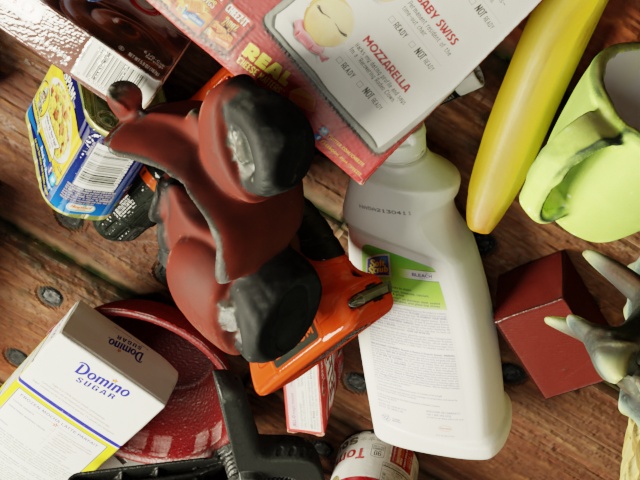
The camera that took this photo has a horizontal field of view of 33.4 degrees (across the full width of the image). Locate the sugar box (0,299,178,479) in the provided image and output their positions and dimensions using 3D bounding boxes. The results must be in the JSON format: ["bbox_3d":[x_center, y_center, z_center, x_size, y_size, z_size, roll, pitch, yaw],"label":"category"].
[{"bbox_3d":[-0.191,0.127,0.794,0.093,0.048,0.176,38,122,-14],"label":"sugar box"}]

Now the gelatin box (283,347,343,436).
[{"bbox_3d":[-0.005,0.083,0.765,0.030,0.073,0.089,4,126,12],"label":"gelatin box"}]

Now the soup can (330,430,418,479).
[{"bbox_3d":[0.037,0.206,0.825,0.068,0.102,0.068,7,127,10],"label":"soup can"}]

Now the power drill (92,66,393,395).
[{"bbox_3d":[-0.054,0.001,0.684,0.185,0.057,0.188,-39,81,34],"label":"power drill"}]

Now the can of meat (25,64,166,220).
[{"bbox_3d":[-0.142,-0.075,0.670,0.057,0.102,0.084,7,140,-36],"label":"can of meat"}]

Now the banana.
[{"bbox_3d":[0.123,-0.091,0.608,0.037,0.069,0.198,25,135,9],"label":"banana"}]

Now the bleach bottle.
[{"bbox_3d":[0.072,0.033,0.708,0.103,0.068,0.251,5,127,20],"label":"bleach bottle"}]

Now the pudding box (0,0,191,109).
[{"bbox_3d":[-0.133,-0.135,0.630,0.113,0.090,0.039,36,128,-13],"label":"pudding box"}]

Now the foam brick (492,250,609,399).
[{"bbox_3d":[0.157,0.058,0.716,0.051,0.053,0.078,-22,117,27],"label":"foam brick"}]

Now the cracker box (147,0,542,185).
[{"bbox_3d":[0.033,-0.162,0.546,0.164,0.072,0.214,39,107,-16],"label":"cracker box"}]

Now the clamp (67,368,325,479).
[{"bbox_3d":[-0.059,0.164,0.795,0.209,0.036,0.165,23,127,-40],"label":"clamp"}]

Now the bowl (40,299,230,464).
[{"bbox_3d":[-0.132,0.099,0.821,0.162,0.055,0.162,7,127,10],"label":"bowl"}]
